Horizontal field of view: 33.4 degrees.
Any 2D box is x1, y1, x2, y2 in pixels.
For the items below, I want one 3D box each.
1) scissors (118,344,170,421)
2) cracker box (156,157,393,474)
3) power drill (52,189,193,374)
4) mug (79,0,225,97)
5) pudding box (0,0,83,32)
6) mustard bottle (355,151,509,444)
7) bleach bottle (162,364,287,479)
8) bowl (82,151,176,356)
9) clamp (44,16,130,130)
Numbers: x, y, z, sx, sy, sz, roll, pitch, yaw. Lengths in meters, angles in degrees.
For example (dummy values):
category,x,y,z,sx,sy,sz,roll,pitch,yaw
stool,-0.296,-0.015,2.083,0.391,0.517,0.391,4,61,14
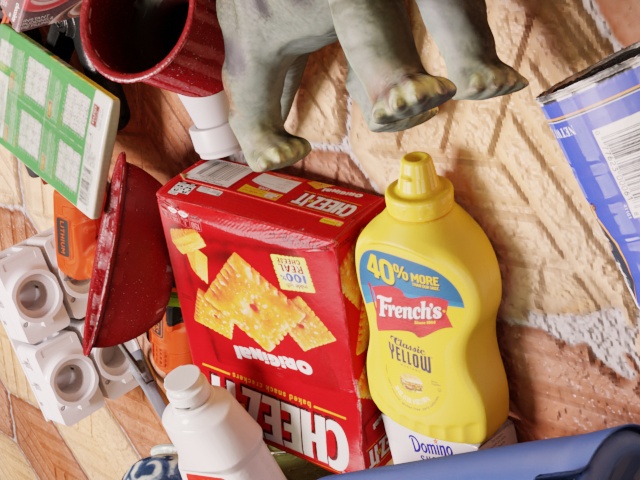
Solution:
category,x,y,z,sx,sy,sz,roll,pitch,yaw
scissors,-0.182,0.117,1.051,0.096,0.016,0.201,56,169,39
cracker box,-0.026,0.058,0.781,0.164,0.072,0.214,16,127,34
power drill,-0.173,0.011,0.976,0.188,0.057,0.184,34,131,36
mug,-0.088,-0.147,0.706,0.117,0.081,0.093,-29,72,24
pudding box,-0.165,-0.197,0.753,0.039,0.113,0.090,59,147,7
mustard bottle,0.068,0.033,0.670,0.096,0.058,0.191,19,129,38
bleach bottle,-0.065,0.195,0.830,0.103,0.068,0.251,11,134,41
bowl,-0.144,0.015,0.834,0.162,0.055,0.162,-170,90,-75
clamp,-0.194,-0.175,0.880,0.120,0.039,0.172,39,142,23
